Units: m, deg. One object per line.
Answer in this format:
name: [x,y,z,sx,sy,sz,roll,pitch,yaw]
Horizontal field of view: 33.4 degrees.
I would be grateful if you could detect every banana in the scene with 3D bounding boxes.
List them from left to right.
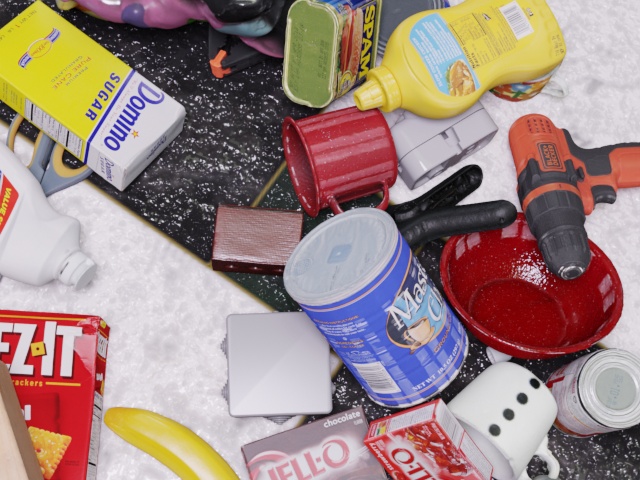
banana: [-0.106,0.211,0.908,0.069,0.037,0.198,-33,81,-12]

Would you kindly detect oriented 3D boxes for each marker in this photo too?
marker: [0.209,0.082,0.972,0.121,0.020,0.020,-23,79,-9]

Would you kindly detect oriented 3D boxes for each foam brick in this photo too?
foam brick: [-0.056,0.001,0.956,0.078,0.053,0.051,5,76,-2]

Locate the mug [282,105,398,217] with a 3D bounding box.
mug: [0.023,-0.067,0.956,0.081,0.093,0.117,-16,60,-13]

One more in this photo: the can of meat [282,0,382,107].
can of meat: [0.010,-0.178,0.963,0.057,0.102,0.083,18,32,22]

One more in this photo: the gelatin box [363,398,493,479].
gelatin box: [0.092,0.181,0.896,0.089,0.073,0.030,53,34,-20]

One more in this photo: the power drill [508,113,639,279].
power drill: [0.271,-0.041,0.960,0.187,0.057,0.184,1,51,-8]

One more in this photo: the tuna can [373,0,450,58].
tuna can: [0.080,-0.210,1.010,0.086,0.033,0.086,-4,79,23]

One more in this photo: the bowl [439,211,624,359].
bowl: [0.180,0.050,0.941,0.162,0.055,0.162,4,47,-4]

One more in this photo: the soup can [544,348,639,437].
soup can: [0.238,0.133,0.919,0.068,0.102,0.068,1,76,-4]

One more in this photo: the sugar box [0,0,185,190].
sugar box: [-0.219,-0.133,0.969,0.176,0.048,0.093,35,58,6]

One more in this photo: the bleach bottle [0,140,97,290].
bleach bottle: [-0.294,-0.048,0.932,0.251,0.068,0.102,36,81,10]

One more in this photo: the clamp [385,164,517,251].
clamp: [0.087,-0.021,0.964,0.171,0.120,0.039,-16,108,8]

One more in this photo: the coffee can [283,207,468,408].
coffee can: [0.048,0.057,0.890,0.102,0.103,0.140,-44,123,-13]

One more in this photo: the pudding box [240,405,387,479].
pudding box: [-0.003,0.203,0.917,0.113,0.039,0.090,-18,78,-8]

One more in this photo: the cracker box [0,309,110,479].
cracker box: [-0.269,0.166,0.889,0.164,0.072,0.213,4,76,-4]

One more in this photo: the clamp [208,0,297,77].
clamp: [-0.034,-0.241,1.022,0.164,0.036,0.210,25,78,8]

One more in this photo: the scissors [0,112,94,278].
scissors: [-0.252,-0.029,0.967,0.096,0.016,0.202,4,76,-3]

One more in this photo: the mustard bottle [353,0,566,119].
mustard bottle: [0.115,-0.161,0.944,0.191,0.058,0.096,-26,82,-14]
